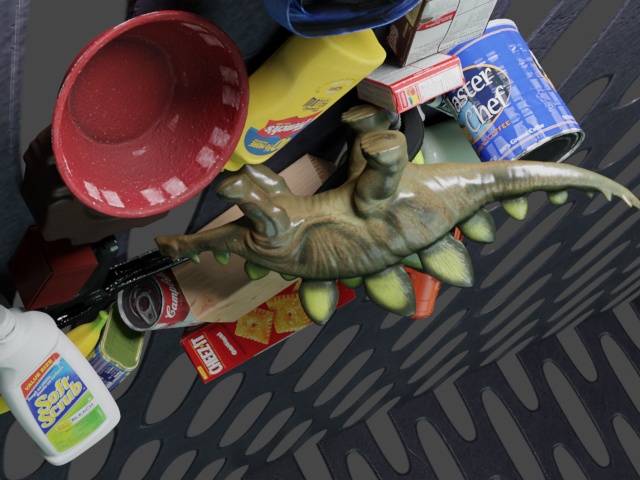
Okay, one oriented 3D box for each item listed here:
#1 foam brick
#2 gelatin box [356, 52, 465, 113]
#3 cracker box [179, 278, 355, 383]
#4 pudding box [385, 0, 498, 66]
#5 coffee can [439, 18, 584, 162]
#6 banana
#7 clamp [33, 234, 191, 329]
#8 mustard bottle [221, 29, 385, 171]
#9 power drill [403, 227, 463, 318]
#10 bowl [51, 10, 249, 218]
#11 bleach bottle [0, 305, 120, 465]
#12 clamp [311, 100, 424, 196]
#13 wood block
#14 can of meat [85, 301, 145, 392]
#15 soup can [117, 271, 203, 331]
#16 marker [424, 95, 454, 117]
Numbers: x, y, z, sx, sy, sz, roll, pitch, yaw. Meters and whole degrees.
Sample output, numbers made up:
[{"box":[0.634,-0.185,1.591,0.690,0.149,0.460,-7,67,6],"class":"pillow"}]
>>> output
[{"box":[-0.256,0.023,1.020,0.051,0.053,0.078,-13,158,-40],"class":"foam brick"},{"box":[0.081,-0.150,0.996,0.073,0.030,0.089,-25,-156,-15],"class":"gelatin box"},{"box":[-0.066,0.079,1.352,0.214,0.072,0.164,-29,-171,4],"class":"cracker box"},{"box":[0.111,-0.209,0.942,0.090,0.039,0.113,-24,165,-14],"class":"pudding box"},{"box":[0.187,-0.138,1.084,0.102,0.140,0.103,-25,162,-9],"class":"coffee can"},{"box":[-0.319,0.144,1.181,0.197,0.037,0.070,-37,153,-26],"class":"banana"},{"box":[-0.243,0.045,1.127,0.210,0.036,0.164,-30,164,16],"class":"clamp"},{"box":[-0.038,-0.120,0.934,0.192,0.058,0.096,-38,165,30],"class":"mustard bottle"},{"box":[0.151,-0.013,1.375,0.187,0.057,0.184,-51,158,-62],"class":"power drill"},{"box":[-0.133,-0.099,0.786,0.161,0.055,0.162,-23,132,-29],"class":"bowl"},{"box":[-0.294,0.143,1.104,0.102,0.068,0.251,-35,148,-11],"class":"bleach bottle"},{"box":[0.067,-0.079,1.084,0.120,0.039,0.171,19,108,-18],"class":"clamp"},{"box":[-0.057,0.002,1.197,0.206,0.091,0.090,-34,162,19],"class":"wood block"},{"box":[-0.253,0.132,1.262,0.057,0.102,0.084,32,124,-23],"class":"can of meat"},{"box":[-0.177,0.069,1.245,0.069,0.068,0.102,-37,161,26],"class":"soup can"},{"box":[0.131,-0.151,1.167,0.020,0.020,0.120,-35,161,22],"class":"marker"}]
